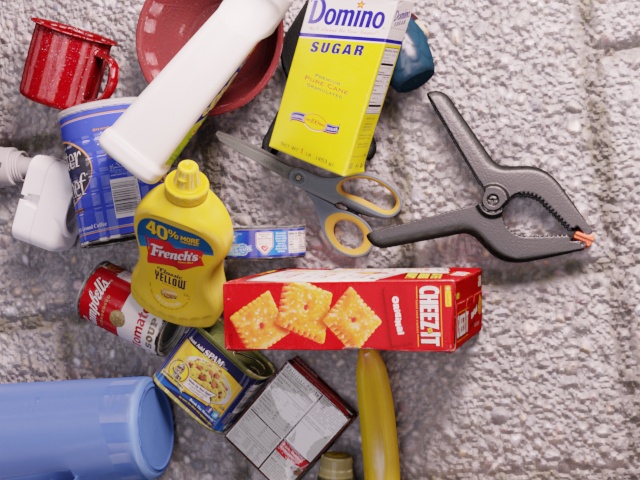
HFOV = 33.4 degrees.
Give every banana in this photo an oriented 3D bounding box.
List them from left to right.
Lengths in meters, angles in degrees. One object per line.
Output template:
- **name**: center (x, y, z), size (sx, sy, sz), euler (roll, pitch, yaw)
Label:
- **banana**: center (0.059, 0.199, 1.054), size (0.037, 0.069, 0.198), euler (-5, 88, 0)

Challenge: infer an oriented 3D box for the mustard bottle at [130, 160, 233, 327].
- **mustard bottle**: center (-0.133, -0.001, 1.029), size (0.096, 0.058, 0.192), euler (21, 135, 9)

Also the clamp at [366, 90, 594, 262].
- **clamp**: center (0.165, -0.047, 1.031), size (0.210, 0.036, 0.164), euler (16, 88, 12)

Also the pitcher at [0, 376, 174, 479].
- **pitcher**: center (-0.286, 0.217, 1.126), size (0.243, 0.145, 0.149), euler (-8, 89, 14)

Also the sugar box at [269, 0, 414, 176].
- **sugar box**: center (0.019, -0.159, 1.023), size (0.093, 0.048, 0.176), euler (23, 109, 24)

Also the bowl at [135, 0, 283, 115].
- **bowl**: center (-0.107, -0.207, 1.103), size (0.162, 0.055, 0.162), euler (0, 91, 17)

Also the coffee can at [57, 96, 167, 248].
- **coffee can**: center (-0.211, -0.069, 1.113), size (0.103, 0.102, 0.140), euler (-11, 88, 17)

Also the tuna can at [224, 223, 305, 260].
- **tuna can**: center (-0.057, 0.001, 1.077), size (0.086, 0.086, 0.034), euler (-1, 92, 17)

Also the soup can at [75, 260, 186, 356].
- **soup can**: center (-0.198, 0.073, 1.131), size (0.102, 0.068, 0.068), euler (24, 98, 14)

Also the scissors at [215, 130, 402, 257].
- **scissors**: center (-0.018, -0.044, 1.084), size (0.202, 0.016, 0.096), euler (13, 101, 7)

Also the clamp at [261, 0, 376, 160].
- **clamp**: center (-0.011, -0.159, 1.084), size (0.120, 0.039, 0.171), euler (-7, 92, 12)

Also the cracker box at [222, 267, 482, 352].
- **cracker box**: center (0.036, 0.064, 1.009), size (0.214, 0.164, 0.072), euler (-1, 93, 17)

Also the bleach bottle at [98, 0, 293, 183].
- **bleach bottle**: center (-0.104, -0.170, 1.013), size (0.068, 0.102, 0.251), euler (39, 94, -5)

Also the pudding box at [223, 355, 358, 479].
- **pudding box**: center (-0.031, 0.190, 1.097), size (0.090, 0.039, 0.113), euler (43, 100, 12)

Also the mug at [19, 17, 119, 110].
- **mug**: center (-0.262, -0.180, 1.133), size (0.117, 0.093, 0.081), euler (23, 102, 24)

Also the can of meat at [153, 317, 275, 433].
- **can of meat**: center (-0.112, 0.138, 1.112), size (0.102, 0.057, 0.084), euler (40, 104, 13)
